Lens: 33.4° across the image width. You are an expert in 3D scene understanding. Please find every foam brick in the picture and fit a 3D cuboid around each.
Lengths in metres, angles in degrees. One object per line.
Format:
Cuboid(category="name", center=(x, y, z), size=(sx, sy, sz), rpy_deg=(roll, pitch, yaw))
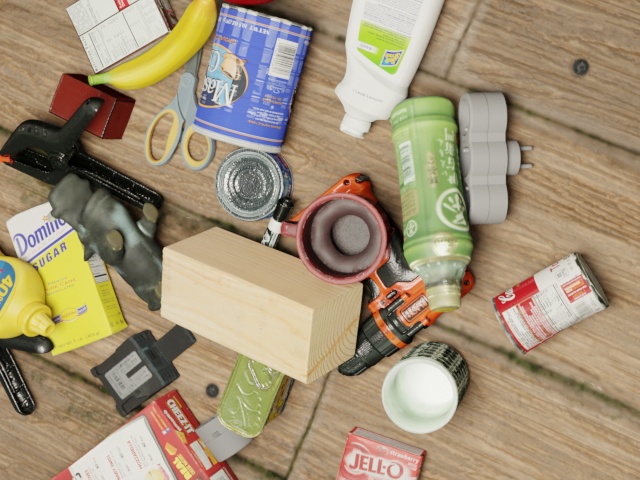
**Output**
Cuboid(category="foam brick", center=(-0.268, -0.157, 1.251), size=(0.078, 0.053, 0.051), rpy_deg=(27, 103, 13))

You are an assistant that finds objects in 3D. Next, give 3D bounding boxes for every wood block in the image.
Cuboid(category="wood block", center=(-0.067, 0.066, 1.156), size=(0.206, 0.090, 0.090), rpy_deg=(20, 117, 31))

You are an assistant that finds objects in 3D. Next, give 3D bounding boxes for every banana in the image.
Cuboid(category="banana", center=(-0.171, -0.214, 1.190), size=(0.198, 0.069, 0.037), rpy_deg=(-29, 82, 32))

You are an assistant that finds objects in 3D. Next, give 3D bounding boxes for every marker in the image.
Cuboid(category="marker", center=(-0.058, 0.001, 1.204), size=(0.020, 0.020, 0.121), rpy_deg=(31, 120, 12))

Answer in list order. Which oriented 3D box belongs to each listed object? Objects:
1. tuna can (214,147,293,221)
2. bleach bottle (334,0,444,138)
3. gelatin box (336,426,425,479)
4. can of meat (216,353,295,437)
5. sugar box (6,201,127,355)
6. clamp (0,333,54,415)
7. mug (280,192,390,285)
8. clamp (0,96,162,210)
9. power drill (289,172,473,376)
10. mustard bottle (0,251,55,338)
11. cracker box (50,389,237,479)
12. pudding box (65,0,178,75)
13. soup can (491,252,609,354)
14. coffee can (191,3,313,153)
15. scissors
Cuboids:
Cuboid(category="tuna can", center=(-0.076, -0.065, 1.212), size=(0.086, 0.033, 0.086), rpy_deg=(2, 96, 17))
Cuboid(category="bleach bottle", center=(0.070, -0.234, 1.138), size=(0.103, 0.068, 0.251), rpy_deg=(24, 104, 13))
Cuboid(category="gelatin box", center=(0.066, 0.260, 1.204), size=(0.089, 0.030, 0.073), rpy_deg=(17, 100, 14))
Cuboid(category="can of meat", center=(-0.065, 0.161, 1.205), size=(0.057, 0.083, 0.102), rpy_deg=(24, 102, 13))
Cuboid(category="sugar box", center=(-0.307, 0.040, 1.286), size=(0.093, 0.048, 0.176), rpy_deg=(-21, 91, 20))
Cuboid(category="clamp", center=(-0.392, 0.121, 1.310), size=(0.171, 0.039, 0.120), rpy_deg=(44, 119, 14))
Cuboid(category="mug", center=(0.016, -0.006, 1.104), size=(0.117, 0.081, 0.093), rpy_deg=(5, 96, 11))
Cuboid(category="clamp", center=(-0.296, -0.107, 1.237), size=(0.210, 0.036, 0.164), rpy_deg=(10, 140, 25))
Cuboid(category="power drill", center=(0.047, 0.034, 1.175), size=(0.184, 0.057, 0.187), rpy_deg=(-40, 86, 13))
Cuboid(category="mustard bottle", center=(-0.383, 0.061, 1.265), size=(0.192, 0.058, 0.096), rpy_deg=(29, 90, 28))
Cuboid(category="cracker box", center=(-0.214, 0.306, 1.273), size=(0.214, 0.072, 0.164), rpy_deg=(-38, 84, 18))
Cuboid(category="pudding box", center=(-0.228, -0.254, 1.238), size=(0.114, 0.039, 0.090), rpy_deg=(-25, 89, 19))
Cuboid(category="soup can", center=(0.239, 0.065, 1.112), size=(0.102, 0.068, 0.068), rpy_deg=(-32, 86, 17))
Cuboid(category="coffee can", center=(-0.075, -0.176, 1.165), size=(0.103, 0.102, 0.140), rpy_deg=(18, 100, 14))
Cuboid(category="scissors", center=(-0.139, -0.168, 1.230), size=(0.096, 0.016, 0.202), rpy_deg=(32, 104, 12))
